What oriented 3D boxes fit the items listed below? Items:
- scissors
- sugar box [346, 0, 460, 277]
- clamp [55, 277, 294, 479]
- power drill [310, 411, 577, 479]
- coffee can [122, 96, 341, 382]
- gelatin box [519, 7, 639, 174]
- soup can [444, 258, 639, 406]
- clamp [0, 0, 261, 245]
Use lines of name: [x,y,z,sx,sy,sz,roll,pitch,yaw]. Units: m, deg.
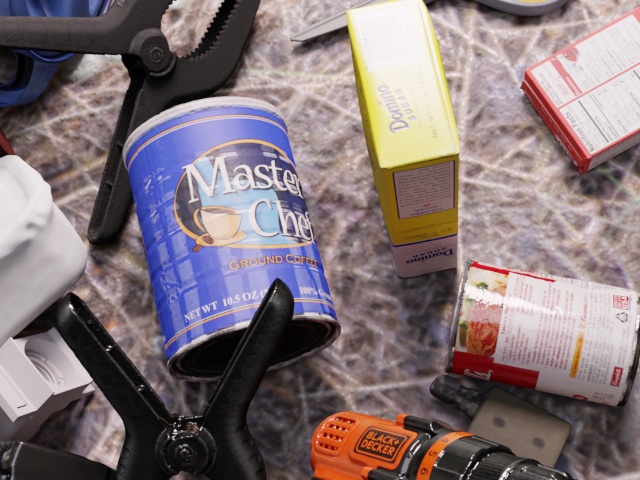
scissors: [0.087,-0.161,0.720,0.201,0.016,0.096,-36,70,-6]
sugar box: [0.049,-0.049,0.599,0.048,0.176,0.093,-10,69,1]
clamp: [-0.060,0.098,0.555,0.120,0.039,0.171,-11,103,7]
power drill: [0.024,0.171,0.513,0.057,0.185,0.187,50,65,-24]
coffee can: [-0.054,0.001,0.634,0.103,0.103,0.140,-16,69,1]
gelatin box: [0.184,-0.094,0.677,0.089,0.030,0.073,-29,71,-4]
soup can: [0.127,0.053,0.611,0.102,0.068,0.068,11,72,10]
clamp: [-0.113,-0.108,0.692,0.209,0.164,0.036,-35,27,-24]
